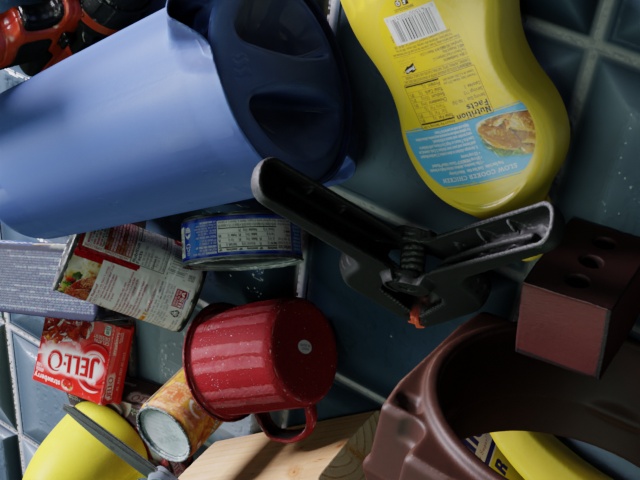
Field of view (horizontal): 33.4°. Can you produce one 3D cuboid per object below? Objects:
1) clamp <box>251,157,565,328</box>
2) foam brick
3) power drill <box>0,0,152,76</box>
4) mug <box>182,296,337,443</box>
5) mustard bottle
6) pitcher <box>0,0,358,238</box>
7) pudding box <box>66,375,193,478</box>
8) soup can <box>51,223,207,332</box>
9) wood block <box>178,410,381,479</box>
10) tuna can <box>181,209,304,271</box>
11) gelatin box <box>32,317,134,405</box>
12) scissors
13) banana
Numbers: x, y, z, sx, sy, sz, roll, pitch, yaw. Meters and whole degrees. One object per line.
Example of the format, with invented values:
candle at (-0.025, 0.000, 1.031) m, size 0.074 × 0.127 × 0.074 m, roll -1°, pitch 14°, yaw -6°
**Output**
clamp at (0.063, 0.012, 0.628) m, size 0.165 × 0.036 × 0.210 m, roll 9°, pitch 161°, yaw 18°
foam brick at (0.152, 0.032, 0.612) m, size 0.053 × 0.078 × 0.051 m, roll 18°, pitch 128°, yaw 26°
power drill at (-0.202, -0.143, 0.694) m, size 0.185 × 0.187 × 0.057 m, roll -32°, pitch 77°, yaw 50°
mug at (-0.038, 0.098, 0.798) m, size 0.082 × 0.093 × 0.117 m, roll -12°, pitch 100°, yaw 38°
mustard bottle at (0.087, -0.075, 0.603) m, size 0.096 × 0.058 × 0.191 m, roll -11°, pitch 111°, yaw 39°
pitcher at (-0.103, -0.070, 0.690) m, size 0.243 × 0.144 × 0.149 m, roll -13°, pitch 104°, yaw 35°
pudding box at (-0.179, 0.171, 0.999) m, size 0.114 × 0.039 × 0.090 m, roll 12°, pitch 126°, yaw 32°
soup can at (-0.143, 0.022, 0.810) m, size 0.102 × 0.068 × 0.069 m, roll 21°, pitch 138°, yaw -15°
wood block at (-0.025, 0.211, 0.868) m, size 0.207 × 0.090 × 0.091 m, roll -21°, pitch 105°, yaw 44°
tuna can at (-0.055, 0.001, 0.748) m, size 0.086 × 0.085 × 0.034 m, roll -9°, pitch 82°, yaw 42°
gelatin box at (-0.214, 0.101, 0.961) m, size 0.089 × 0.030 × 0.073 m, roll 14°, pitch 94°, yaw 31°
scissors at (-0.106, 0.185, 0.818) m, size 0.096 × 0.016 × 0.201 m, roll -29°, pitch 107°, yaw 42°
banana at (0.191, 0.164, 0.704) m, size 0.198 × 0.037 × 0.070 m, roll 21°, pitch 116°, yaw 25°
